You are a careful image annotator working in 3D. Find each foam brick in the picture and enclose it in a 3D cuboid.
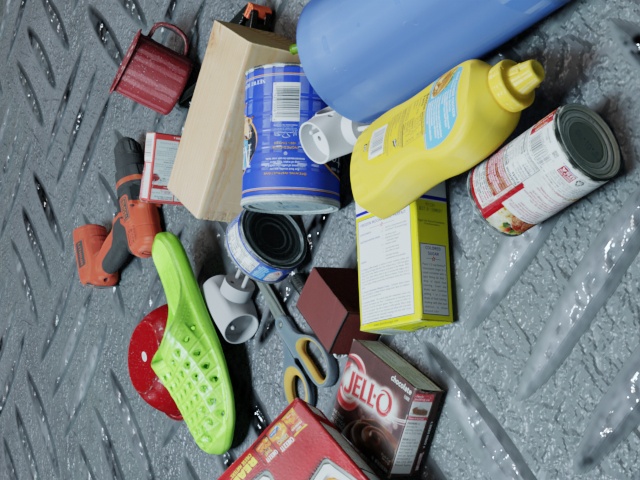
[{"bbox_3d":[0.020,0.069,1.051,0.078,0.052,0.051,53,128,45],"label":"foam brick"}]

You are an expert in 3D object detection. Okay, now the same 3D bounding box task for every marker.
[{"bbox_3d":[-0.002,0.075,1.112,0.121,0.020,0.020,57,131,42],"label":"marker"}]

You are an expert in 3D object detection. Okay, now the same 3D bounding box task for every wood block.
[{"bbox_3d":[-0.092,-0.131,1.210,0.091,0.090,0.206,42,119,50],"label":"wood block"}]

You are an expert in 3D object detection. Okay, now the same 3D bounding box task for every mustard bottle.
[{"bbox_3d":[0.105,-0.094,0.874,0.192,0.058,0.096,-31,36,44],"label":"mustard bottle"}]

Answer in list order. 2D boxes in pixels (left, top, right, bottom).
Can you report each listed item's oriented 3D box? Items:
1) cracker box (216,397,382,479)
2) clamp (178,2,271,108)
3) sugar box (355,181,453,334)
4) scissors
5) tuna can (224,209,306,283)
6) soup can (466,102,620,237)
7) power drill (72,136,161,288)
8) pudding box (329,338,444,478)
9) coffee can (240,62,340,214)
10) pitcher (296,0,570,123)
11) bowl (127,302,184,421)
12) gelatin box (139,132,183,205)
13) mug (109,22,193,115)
[{"bbox_3d":[-0.002,0.274,0.947,0.164,0.072,0.214,-46,59,3],"label":"cracker box"},{"bbox_3d":[-0.117,-0.200,1.303,0.210,0.036,0.165,-65,36,26],"label":"clamp"},{"bbox_3d":[0.075,-0.005,0.988,0.094,0.048,0.176,-17,68,53],"label":"sugar box"},{"bbox_3d":[-0.041,0.113,1.168,0.202,0.016,0.096,41,119,50],"label":"scissors"},{"bbox_3d":[-0.058,0.001,1.145,0.034,0.085,0.086,-42,52,43],"label":"tuna can"},{"bbox_3d":[0.173,-0.054,0.831,0.102,0.068,0.068,-37,56,47],"label":"soup can"},{"bbox_3d":[-0.290,-0.030,1.514,0.188,0.057,0.184,-43,52,44],"label":"power drill"},{"bbox_3d":[0.059,0.154,0.995,0.114,0.039,0.090,33,113,53],"label":"pudding box"},{"bbox_3d":[-0.029,-0.102,1.102,0.103,0.102,0.140,-7,80,55],"label":"coffee can"},{"bbox_3d":[0.094,-0.211,0.910,0.243,0.149,0.145,-25,45,48],"label":"pitcher"},{"bbox_3d":[-0.203,0.150,1.366,0.162,0.055,0.162,-10,77,54],"label":"bowl"},{"bbox_3d":[-0.188,-0.090,1.359,0.030,0.073,0.089,12,96,57],"label":"gelatin box"},{"bbox_3d":[-0.213,-0.226,1.392,0.117,0.081,0.093,-63,16,4],"label":"mug"}]
